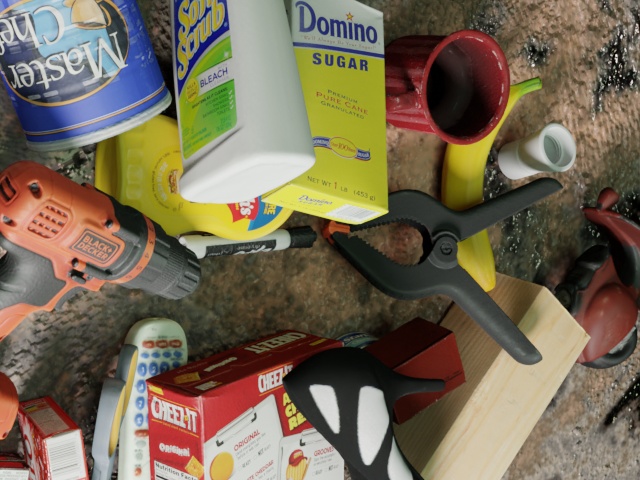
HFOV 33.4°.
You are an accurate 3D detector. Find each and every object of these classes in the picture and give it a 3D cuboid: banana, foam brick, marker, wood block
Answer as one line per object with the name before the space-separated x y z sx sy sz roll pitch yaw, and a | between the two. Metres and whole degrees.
banana | 0.141 -0.054 0.949 0.037 0.070 0.198 -26 129 -71
foam brick | 0.075 0.109 0.903 0.078 0.051 0.053 -28 115 -25
marker | -0.056 0.001 0.858 0.120 0.020 0.020 -5 103 -32
wood block | 0.140 0.139 0.971 0.090 0.091 0.206 43 76 -33

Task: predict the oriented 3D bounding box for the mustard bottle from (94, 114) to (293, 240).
mustard bottle | -0.073 -0.048 0.813 0.191 0.058 0.096 -2 99 -33

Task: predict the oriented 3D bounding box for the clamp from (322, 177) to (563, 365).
clamp | 0.106 0.019 0.904 0.209 0.036 0.164 4 79 -10

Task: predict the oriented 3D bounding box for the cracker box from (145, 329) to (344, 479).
cracker box | -0.056 0.194 0.848 0.163 0.072 0.214 -15 108 -48

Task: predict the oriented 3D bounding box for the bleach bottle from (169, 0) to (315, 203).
bleach bottle | -0.070 -0.159 0.750 0.067 0.103 0.251 0 74 -42

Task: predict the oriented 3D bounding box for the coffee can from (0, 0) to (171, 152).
coffee can | -0.169 -0.142 0.704 0.102 0.103 0.140 -28 114 -25

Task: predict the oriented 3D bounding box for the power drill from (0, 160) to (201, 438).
power drill | -0.188 0.047 0.721 0.188 0.057 0.184 -48 141 6

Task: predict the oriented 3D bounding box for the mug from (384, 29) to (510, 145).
mug | 0.087 -0.126 0.884 0.117 0.082 0.093 -22 111 -27

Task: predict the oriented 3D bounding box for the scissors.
scissors | -0.159 0.156 0.799 0.016 0.096 0.202 14 136 -4

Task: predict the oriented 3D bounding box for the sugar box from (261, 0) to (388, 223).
sugar box | 0.004 -0.107 0.815 0.093 0.048 0.176 14 68 -34

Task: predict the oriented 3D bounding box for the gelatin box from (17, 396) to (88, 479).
gelatin box | -0.193 0.167 0.773 0.030 0.073 0.089 -12 108 -28
